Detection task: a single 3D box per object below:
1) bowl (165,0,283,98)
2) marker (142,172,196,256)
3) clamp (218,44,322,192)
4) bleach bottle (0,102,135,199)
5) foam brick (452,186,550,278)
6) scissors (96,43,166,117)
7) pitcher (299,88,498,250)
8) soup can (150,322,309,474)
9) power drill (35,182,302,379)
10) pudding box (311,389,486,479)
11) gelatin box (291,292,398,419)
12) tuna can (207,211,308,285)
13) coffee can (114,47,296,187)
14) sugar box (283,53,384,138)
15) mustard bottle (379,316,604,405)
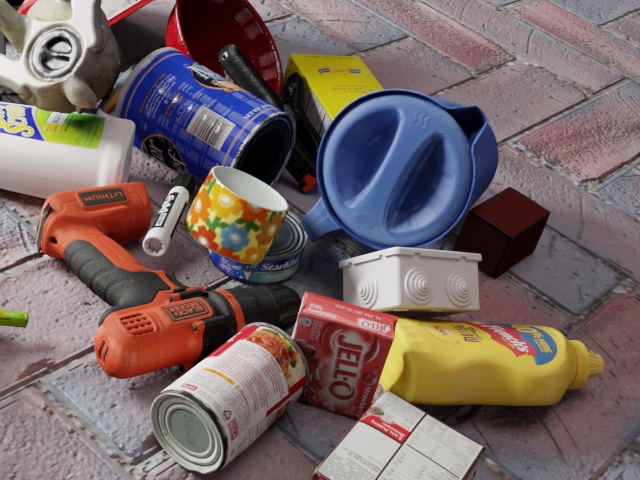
[{"bbox_3d":[-0.112,-0.197,1.133,0.161,0.055,0.162,32,46,-41],"label":"bowl"},{"bbox_3d":[-0.121,-0.024,0.871,0.020,0.020,0.121,15,29,-2],"label":"marker"},{"bbox_3d":[-0.031,-0.124,1.094,0.120,0.039,0.171,-3,60,-51],"label":"clamp"},{"bbox_3d":[-0.296,-0.086,0.943,0.250,0.068,0.102,9,31,-7],"label":"bleach bottle"},{"bbox_3d":[0.176,-0.009,1.033,0.051,0.053,0.078,35,39,25],"label":"foam brick"},{"bbox_3d":[-0.217,-0.179,1.140,0.096,0.016,0.201,13,35,-5],"label":"scissors"},{"bbox_3d":[0.085,-0.066,0.976,0.149,0.145,0.242,12,11,16],"label":"pitcher"},{"bbox_3d":[-0.064,0.112,0.762,0.068,0.069,0.102,31,39,20],"label":"soup can"},{"bbox_3d":[-0.128,0.026,0.861,0.184,0.057,0.188,-11,42,-42],"label":"power drill"},{"bbox_3d":[0.055,0.167,0.760,0.090,0.039,0.113,29,39,17],"label":"pudding box"},{"bbox_3d":[0.012,0.088,0.805,0.073,0.089,0.030,17,35,0],"label":"gelatin box"},{"bbox_3d":[-0.056,0.001,0.944,0.086,0.034,0.086,11,36,-8],"label":"tuna can"},{"bbox_3d":[-0.109,-0.106,1.009,0.140,0.103,0.102,32,38,20],"label":"coffee can"},{"bbox_3d":[0.033,-0.141,1.162,0.093,0.048,0.176,-4,39,-27],"label":"sugar box"},{"bbox_3d":[0.143,0.099,0.866,0.191,0.058,0.096,4,17,-18],"label":"mustard bottle"}]
